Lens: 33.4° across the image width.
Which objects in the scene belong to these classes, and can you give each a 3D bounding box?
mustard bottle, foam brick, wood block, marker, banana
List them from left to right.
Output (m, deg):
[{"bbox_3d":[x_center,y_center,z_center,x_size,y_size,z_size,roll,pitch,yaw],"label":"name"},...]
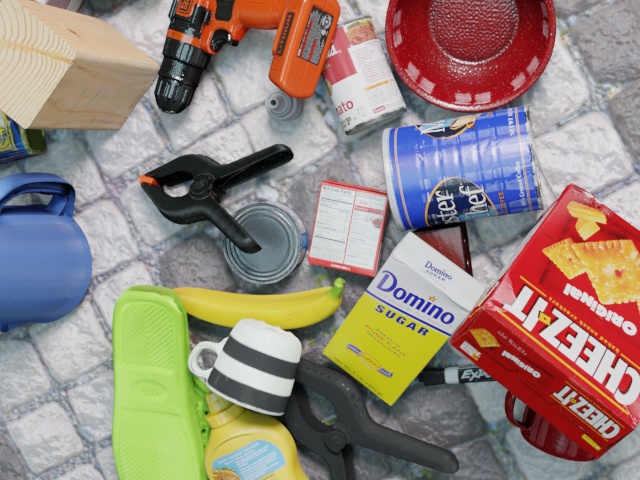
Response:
[{"bbox_3d":[-0.251,-0.170,1.058,0.091,0.206,0.090,39,102,7],"label":"wood block"},{"bbox_3d":[-0.066,0.238,1.107,0.096,0.058,0.191,-27,96,15],"label":"mustard bottle"},{"bbox_3d":[-0.059,0.066,1.114,0.198,0.037,0.069,-6,130,19],"label":"banana"},{"bbox_3d":[0.124,0.024,1.070,0.051,0.053,0.078,-8,94,13],"label":"foam brick"},{"bbox_3d":[0.160,0.136,1.090,0.121,0.020,0.020,-6,94,13],"label":"marker"}]

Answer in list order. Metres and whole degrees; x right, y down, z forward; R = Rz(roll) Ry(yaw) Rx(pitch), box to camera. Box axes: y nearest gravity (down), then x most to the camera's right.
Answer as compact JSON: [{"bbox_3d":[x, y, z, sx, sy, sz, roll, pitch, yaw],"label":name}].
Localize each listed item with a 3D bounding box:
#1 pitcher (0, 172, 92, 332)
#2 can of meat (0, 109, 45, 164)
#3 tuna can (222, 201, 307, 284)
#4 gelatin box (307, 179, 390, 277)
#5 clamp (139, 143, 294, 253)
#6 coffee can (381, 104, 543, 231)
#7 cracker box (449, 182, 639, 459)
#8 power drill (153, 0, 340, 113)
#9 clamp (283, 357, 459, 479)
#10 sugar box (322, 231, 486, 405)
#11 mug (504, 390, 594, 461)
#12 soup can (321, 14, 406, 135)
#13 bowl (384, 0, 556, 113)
[{"bbox_3d":[-0.341,0.015,1.079,0.145,0.242,0.149,-15,85,15],"label":"pitcher"},{"bbox_3d":[-0.354,-0.132,1.162,0.084,0.057,0.102,-12,93,11],"label":"can of meat"},{"bbox_3d":[-0.057,0.001,1.119,0.086,0.033,0.086,1,96,13],"label":"tuna can"},{"bbox_3d":[0.031,-0.013,1.100,0.073,0.030,0.089,12,98,13],"label":"gelatin box"},{"bbox_3d":[-0.114,-0.042,1.102,0.172,0.039,0.120,-2,58,27],"label":"clamp"},{"bbox_3d":[0.138,-0.069,1.032,0.140,0.102,0.103,-9,94,13],"label":"coffee can"},{"bbox_3d":[0.240,0.064,0.969,0.164,0.213,0.072,38,138,7],"label":"cracker box"},{"bbox_3d":[-0.080,-0.198,1.057,0.188,0.057,0.184,23,98,36],"label":"power drill"},{"bbox_3d":[0.034,0.200,1.107,0.165,0.036,0.210,-38,84,28],"label":"clamp"},{"bbox_3d":[0.078,0.080,1.046,0.093,0.048,0.176,36,137,6],"label":"sugar box"},{"bbox_3d":[0.232,0.161,1.035,0.117,0.093,0.081,7,104,-21],"label":"mug"},{"bbox_3d":[0.038,-0.164,1.063,0.068,0.068,0.102,-21,91,14],"label":"soup can"},{"bbox_3d":[0.145,-0.208,1.028,0.162,0.055,0.162,5,115,11],"label":"bowl"}]
